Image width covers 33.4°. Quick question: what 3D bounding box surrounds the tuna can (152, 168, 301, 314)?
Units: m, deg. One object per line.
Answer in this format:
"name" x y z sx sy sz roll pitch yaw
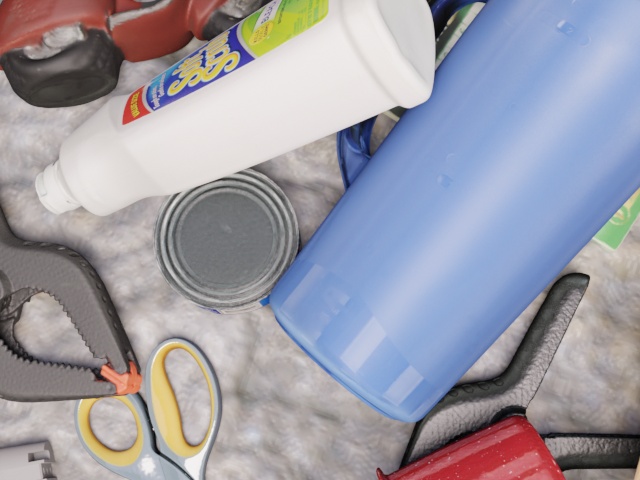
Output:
"tuna can" -0.054 0.001 0.633 0.086 0.034 0.086 -1 79 3

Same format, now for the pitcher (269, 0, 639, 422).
"pitcher" 0.079 -0.031 0.581 0.145 0.149 0.243 39 93 -17

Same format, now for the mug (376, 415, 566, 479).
"mug" 0.088 0.147 0.530 0.081 0.117 0.093 -26 123 -1

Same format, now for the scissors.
"scissors" -0.091 0.158 0.616 0.096 0.016 0.202 -6 79 4

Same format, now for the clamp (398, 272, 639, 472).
"clamp" 0.120 0.113 0.600 0.171 0.039 0.120 -40 75 2

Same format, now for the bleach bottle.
"bleach bottle" -0.060 -0.070 0.590 0.251 0.102 0.068 -24 122 25

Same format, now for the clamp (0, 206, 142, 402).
"clamp" -0.201 0.039 0.628 0.210 0.036 0.164 37 90 13
